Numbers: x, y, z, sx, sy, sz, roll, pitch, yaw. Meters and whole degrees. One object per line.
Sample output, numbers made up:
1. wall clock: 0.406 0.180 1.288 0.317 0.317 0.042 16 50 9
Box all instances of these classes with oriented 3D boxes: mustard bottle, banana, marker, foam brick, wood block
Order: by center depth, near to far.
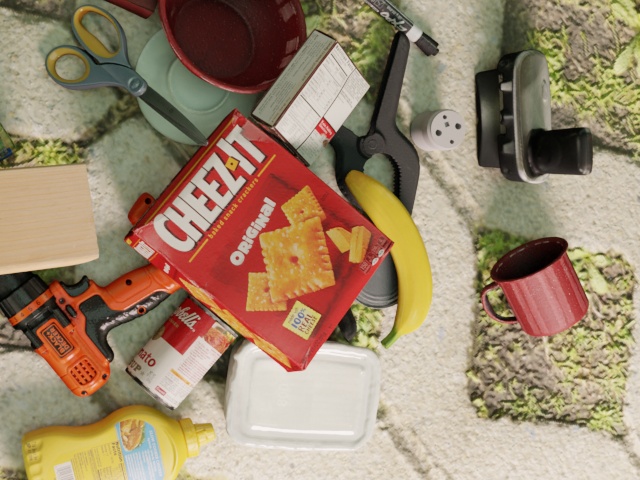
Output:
1. wood block: -0.315 -0.012 0.950 0.205 0.090 0.091 -8 89 -32
2. foam brick: -0.196 -0.262 1.062 0.078 0.051 0.053 21 88 -17
3. mustard bottle: -0.202 0.220 1.092 0.191 0.058 0.096 -13 97 -15
4. banana: 0.080 0.016 1.133 0.069 0.037 0.198 -15 98 -15
5. marker: 0.083 -0.242 1.162 0.121 0.020 0.020 38 83 -16

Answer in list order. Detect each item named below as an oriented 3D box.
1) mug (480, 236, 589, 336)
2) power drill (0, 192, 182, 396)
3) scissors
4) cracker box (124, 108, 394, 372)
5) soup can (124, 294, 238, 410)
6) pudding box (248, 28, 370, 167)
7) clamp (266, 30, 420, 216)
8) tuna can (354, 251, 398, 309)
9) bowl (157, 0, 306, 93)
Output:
1. mug: 0.239 0.058 1.200 0.117 0.093 0.081 -23 107 18
2. power drill: -0.227 0.036 1.074 0.187 0.057 0.184 -38 101 -9
3. scissors: -0.198 -0.145 1.043 0.096 0.016 0.202 -35 73 4
4. cracker box: -0.057 0.001 1.051 0.213 0.072 0.164 40 73 -8
5. soup can: -0.143 0.115 1.097 0.068 0.069 0.102 43 83 -15
6. pudding box: -0.009 -0.142 1.075 0.113 0.039 0.090 -55 145 -6
7. clamp: 0.041 -0.105 1.150 0.164 0.036 0.210 -16 98 -9
8. tuna can: 0.060 0.030 1.167 0.086 0.034 0.086 -1 94 -16
9. bowl: -0.096 -0.216 1.077 0.161 0.055 0.162 8 72 -27
